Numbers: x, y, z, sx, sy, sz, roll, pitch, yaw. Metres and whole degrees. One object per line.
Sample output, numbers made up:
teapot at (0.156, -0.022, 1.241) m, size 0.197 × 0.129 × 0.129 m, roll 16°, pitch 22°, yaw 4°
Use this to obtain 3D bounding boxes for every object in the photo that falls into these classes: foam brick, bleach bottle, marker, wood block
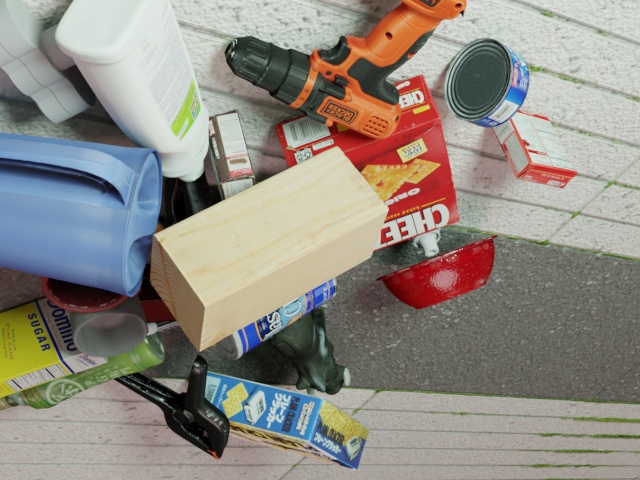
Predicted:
foam brick at (-0.190, 0.062, 1.262) m, size 0.078 × 0.053 × 0.051 m, roll -4°, pitch 145°, yaw -23°
bleach bottle at (-0.151, -0.127, 0.958) m, size 0.068 × 0.102 × 0.251 m, roll 16°, pitch 154°, yaw 18°
marker at (-0.194, 0.101, 1.303) m, size 0.020 × 0.020 × 0.120 m, roll -42°, pitch 166°, yaw 32°
wood block at (-0.049, 0.005, 1.011) m, size 0.205 × 0.090 × 0.091 m, roll -28°, pitch 157°, yaw -25°

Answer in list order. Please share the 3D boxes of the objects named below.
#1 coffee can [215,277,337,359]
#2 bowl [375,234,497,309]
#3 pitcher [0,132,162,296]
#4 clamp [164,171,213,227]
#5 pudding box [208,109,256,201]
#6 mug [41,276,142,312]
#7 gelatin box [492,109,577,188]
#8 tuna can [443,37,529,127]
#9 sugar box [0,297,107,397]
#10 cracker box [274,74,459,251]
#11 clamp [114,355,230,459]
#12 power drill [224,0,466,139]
coffee can at (-0.067, 0.057, 1.224) m, size 0.140 × 0.103 × 0.103 m, roll -31°, pitch 152°, yaw -22°
bowl at (0.154, 0.045, 1.333) m, size 0.162 × 0.055 × 0.162 m, roll -21°, pitch 177°, yaw -1°
pitcher at (-0.268, -0.039, 0.944) m, size 0.243 × 0.145 × 0.149 m, roll 9°, pitch 112°, yaw 2°
clamp at (-0.146, -0.006, 1.144) m, size 0.039 × 0.120 × 0.171 m, roll -13°, pitch 110°, yaw -38°
pudding box at (-0.087, -0.062, 1.090) m, size 0.039 × 0.090 × 0.113 m, roll -15°, pitch 147°, yaw -4°
mug at (-0.234, 0.020, 1.117) m, size 0.117 × 0.081 × 0.093 m, roll 29°, pitch 123°, yaw -36°
gelatin box at (0.235, -0.103, 1.184) m, size 0.073 × 0.089 × 0.030 m, roll 8°, pitch 139°, yaw -34°
tuna can at (0.167, -0.158, 1.074) m, size 0.033 × 0.086 × 0.086 m, roll 14°, pitch 136°, yaw -41°
sugar box at (-0.343, 0.123, 1.243) m, size 0.176 × 0.093 × 0.048 m, roll -21°, pitch 147°, yaw 3°
cracker box at (0.058, -0.069, 1.166) m, size 0.164 × 0.072 × 0.213 m, roll -19°, pitch 148°, yaw 3°
clamp at (-0.188, 0.218, 1.414) m, size 0.165 × 0.036 × 0.210 m, roll 2°, pitch 137°, yaw 27°
power drill at (0.028, -0.189, 0.975) m, size 0.184 × 0.057 × 0.188 m, roll 20°, pitch 132°, yaw -25°
